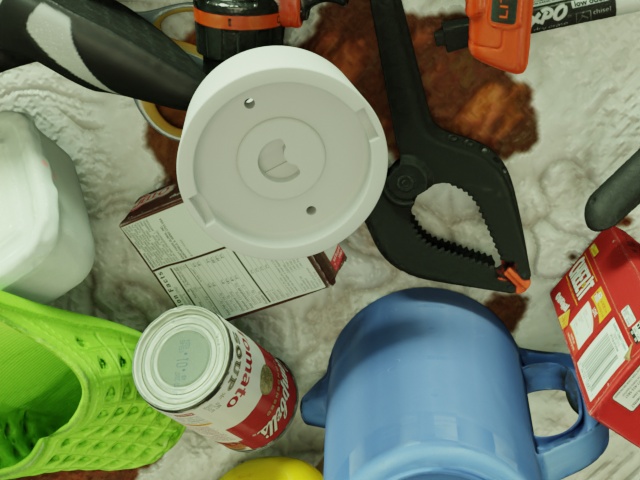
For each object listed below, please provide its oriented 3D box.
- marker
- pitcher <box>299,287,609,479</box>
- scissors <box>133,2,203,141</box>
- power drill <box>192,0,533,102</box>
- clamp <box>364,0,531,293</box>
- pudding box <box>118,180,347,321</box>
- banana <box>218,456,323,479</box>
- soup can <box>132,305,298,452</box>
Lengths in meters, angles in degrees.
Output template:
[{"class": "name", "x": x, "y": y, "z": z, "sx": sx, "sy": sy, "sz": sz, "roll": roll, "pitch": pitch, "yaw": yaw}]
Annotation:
[{"class": "marker", "x": 0.127, "y": -0.132, "z": 0.630, "sx": 0.121, "sy": 0.020, "sz": 0.020, "roll": -11, "pitch": 108, "yaw": 7}, {"class": "pitcher", "x": 0.072, "y": 0.117, "z": 0.602, "sx": 0.145, "sy": 0.242, "sz": 0.149, "roll": 36, "pitch": 102, "yaw": -4}, {"class": "scissors", "x": -0.136, "y": -0.118, "z": 0.654, "sx": 0.201, "sy": 0.016, "sz": 0.096, "roll": 11, "pitch": 110, "yaw": 0}, {"class": "power drill", "x": 0.022, "y": -0.135, "z": 0.583, "sx": 0.188, "sy": 0.057, "sz": 0.184, "roll": 5, "pitch": 117, "yaw": 6}, {"class": "clamp", "x": 0.042, "y": -0.036, "z": 0.660, "sx": 0.165, "sy": 0.036, "sz": 0.210, "roll": -40, "pitch": 98, "yaw": 17}, {"class": "pudding box", "x": -0.054, "y": 0.001, "z": 0.659, "sx": 0.114, "sy": 0.039, "sz": 0.090, "roll": -18, "pitch": 116, "yaw": 30}, {"class": "banana", "x": -0.028, "y": 0.170, "z": 0.683, "sx": 0.037, "sy": 0.198, "sz": 0.069, "roll": 41, "pitch": 67, "yaw": -15}, {"class": "soup can", "x": -0.064, "y": 0.088, "z": 0.666, "sx": 0.068, "sy": 0.068, "sz": 0.102, "roll": -25, "pitch": 149, "yaw": 11}]
